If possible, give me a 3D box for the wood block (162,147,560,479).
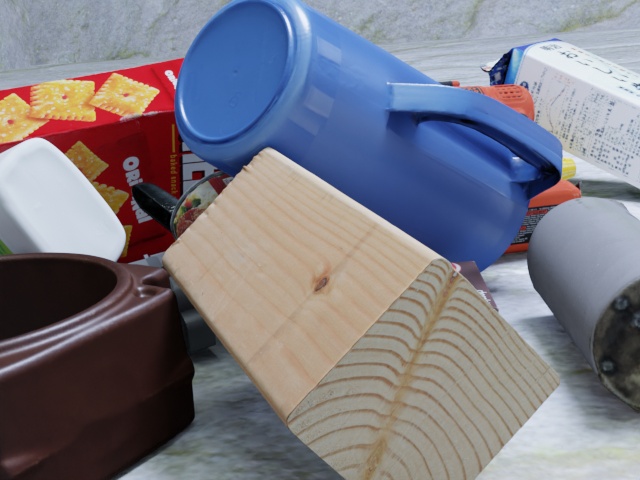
[{"bbox_3d":[0.006,0.035,0.511,0.091,0.090,0.206,-47,27,-2],"label":"wood block"}]

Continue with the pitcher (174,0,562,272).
[{"bbox_3d":[0.033,-0.065,0.690,0.242,0.149,0.145,24,21,-47],"label":"pitcher"}]

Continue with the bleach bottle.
[{"bbox_3d":[-0.251,0.013,0.756,0.251,0.102,0.068,-20,24,42],"label":"bleach bottle"}]

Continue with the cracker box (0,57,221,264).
[{"bbox_3d":[-0.168,-0.050,0.847,0.213,0.164,0.072,-12,50,-17],"label":"cracker box"}]

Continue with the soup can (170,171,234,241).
[{"bbox_3d":[-0.043,0.011,0.683,0.068,0.069,0.102,-15,48,-31],"label":"soup can"}]
